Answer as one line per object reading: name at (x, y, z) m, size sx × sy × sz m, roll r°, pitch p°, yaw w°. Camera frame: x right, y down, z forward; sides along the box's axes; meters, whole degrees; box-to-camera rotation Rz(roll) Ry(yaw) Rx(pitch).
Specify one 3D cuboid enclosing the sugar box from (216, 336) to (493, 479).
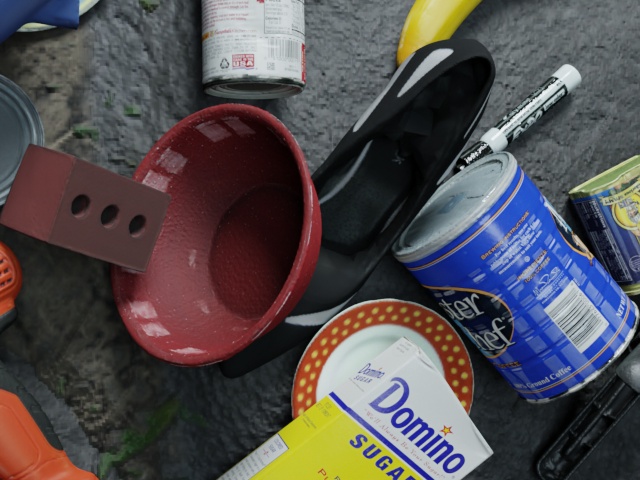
sugar box at (0.016, 0.153, 0.692) m, size 0.176 × 0.048 × 0.093 m, roll -37°, pitch 106°, yaw -5°

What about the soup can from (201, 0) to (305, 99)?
soup can at (-0.043, -0.147, 0.687) m, size 0.068 × 0.069 × 0.102 m, roll 0°, pitch 88°, yaw -19°

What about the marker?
marker at (0.142, -0.086, 0.774) m, size 0.121 × 0.020 × 0.020 m, roll -40°, pitch 101°, yaw -16°

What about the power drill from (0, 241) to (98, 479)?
power drill at (-0.210, 0.109, 0.592) m, size 0.184 × 0.057 × 0.187 m, roll -36°, pitch 106°, yaw -48°

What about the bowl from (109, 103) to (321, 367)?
bowl at (-0.054, 0.001, 0.653) m, size 0.055 × 0.162 × 0.162 m, roll 20°, pitch 80°, yaw -50°

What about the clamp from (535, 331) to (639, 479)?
clamp at (0.236, 0.085, 0.763) m, size 0.036 × 0.165 × 0.209 m, roll 42°, pitch 51°, yaw 16°

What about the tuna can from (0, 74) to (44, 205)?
tuna can at (-0.212, -0.059, 0.644) m, size 0.086 × 0.034 × 0.086 m, roll 1°, pitch 88°, yaw -19°

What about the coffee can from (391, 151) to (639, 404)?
coffee can at (0.131, 0.025, 0.722) m, size 0.102 × 0.103 × 0.140 m, roll -45°, pitch 102°, yaw -15°

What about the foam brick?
foam brick at (-0.140, -0.019, 0.639) m, size 0.078 × 0.051 × 0.053 m, roll 21°, pitch 88°, yaw -48°

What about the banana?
banana at (0.128, -0.187, 0.764) m, size 0.197 × 0.037 × 0.069 m, roll -28°, pitch 96°, yaw -18°
